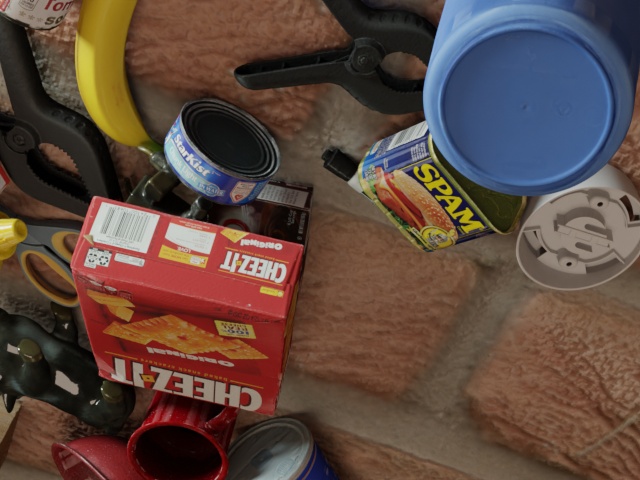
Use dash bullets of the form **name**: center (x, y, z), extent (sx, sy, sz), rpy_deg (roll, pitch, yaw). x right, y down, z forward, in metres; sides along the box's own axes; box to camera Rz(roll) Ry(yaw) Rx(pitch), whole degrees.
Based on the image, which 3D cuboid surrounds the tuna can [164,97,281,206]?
- **tuna can**: center (-0.075, -0.067, 0.814), extent (0.086, 0.086, 0.034), rpy_deg (31, 125, -11)

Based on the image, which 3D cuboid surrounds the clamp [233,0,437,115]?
- **clamp**: center (0.030, -0.147, 0.771), extent (0.171, 0.039, 0.120), rpy_deg (11, 130, -6)

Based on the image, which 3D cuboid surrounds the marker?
- **marker**: center (0.050, -0.035, 0.855), extent (0.121, 0.020, 0.020), rpy_deg (36, 122, -14)

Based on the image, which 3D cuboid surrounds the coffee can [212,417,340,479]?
- **coffee can**: center (-0.024, 0.253, 1.011), extent (0.103, 0.102, 0.140), rpy_deg (-19, 119, 21)

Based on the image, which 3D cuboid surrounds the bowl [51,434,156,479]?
- **bowl**: center (-0.188, 0.242, 1.034), extent (0.162, 0.055, 0.162), rpy_deg (35, 148, 25)

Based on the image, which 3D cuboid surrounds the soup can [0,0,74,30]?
- **soup can**: center (-0.190, -0.207, 0.749), extent (0.068, 0.068, 0.102), rpy_deg (34, 123, -13)

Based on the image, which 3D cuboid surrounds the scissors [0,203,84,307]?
- **scissors**: center (-0.258, -0.024, 0.916), extent (0.096, 0.016, 0.201), rpy_deg (-25, 116, 22)

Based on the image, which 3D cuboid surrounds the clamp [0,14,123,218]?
- **clamp**: center (-0.231, -0.097, 0.847), extent (0.210, 0.036, 0.165), rpy_deg (41, 127, -16)

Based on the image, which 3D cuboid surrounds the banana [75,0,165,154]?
- **banana**: center (-0.151, -0.148, 0.805), extent (0.069, 0.037, 0.198), rpy_deg (-9, 129, -17)

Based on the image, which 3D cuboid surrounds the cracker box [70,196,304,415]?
- **cracker box**: center (-0.104, 0.062, 0.861), extent (0.164, 0.072, 0.214), rpy_deg (13, 150, 2)

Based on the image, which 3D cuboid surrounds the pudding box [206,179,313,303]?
- **pudding box**: center (-0.056, 0.001, 0.884), extent (0.090, 0.039, 0.113), rpy_deg (11, 124, 3)

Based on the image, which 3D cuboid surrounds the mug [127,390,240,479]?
- **mug**: center (-0.114, 0.167, 0.981), extent (0.093, 0.081, 0.117), rpy_deg (41, 121, -18)

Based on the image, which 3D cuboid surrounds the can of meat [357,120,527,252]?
- **can of meat**: center (0.090, -0.043, 0.806), extent (0.102, 0.057, 0.084), rpy_deg (47, 142, -20)

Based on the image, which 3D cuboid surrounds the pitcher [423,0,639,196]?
- **pitcher**: center (0.132, -0.135, 0.638), extent (0.145, 0.242, 0.149), rpy_deg (-35, 105, 29)
